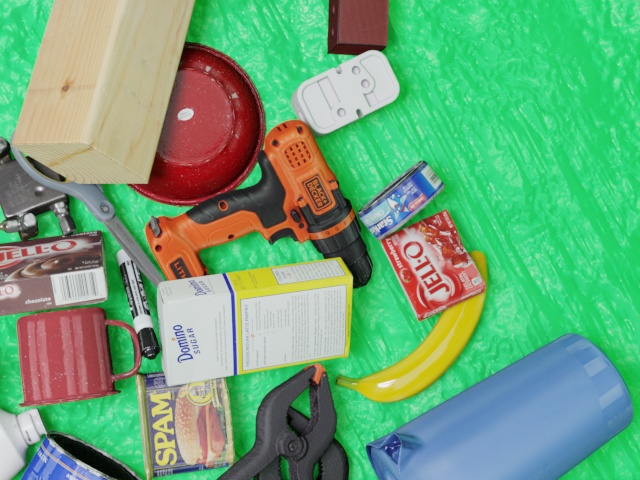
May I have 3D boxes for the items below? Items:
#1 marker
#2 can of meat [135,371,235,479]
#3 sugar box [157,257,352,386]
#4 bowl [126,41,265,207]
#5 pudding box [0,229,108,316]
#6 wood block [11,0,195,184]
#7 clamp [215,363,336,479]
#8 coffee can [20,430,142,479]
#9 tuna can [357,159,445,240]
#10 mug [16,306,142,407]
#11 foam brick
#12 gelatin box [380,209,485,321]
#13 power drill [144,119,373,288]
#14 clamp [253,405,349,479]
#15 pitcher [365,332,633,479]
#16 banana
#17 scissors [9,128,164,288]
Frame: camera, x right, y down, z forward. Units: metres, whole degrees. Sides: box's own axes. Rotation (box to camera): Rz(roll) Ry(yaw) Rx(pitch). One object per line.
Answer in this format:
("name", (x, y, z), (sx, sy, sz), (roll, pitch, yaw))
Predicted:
("marker", (-0.169, 0.059, 0.990), (0.020, 0.020, 0.121), (-15, 55, -9))
("can of meat", (-0.128, 0.171, 1.011), (0.083, 0.057, 0.102), (-5, 91, -12))
("sugar box", (-0.060, 0.074, 0.985), (0.176, 0.048, 0.093), (-6, 119, -13))
("bowl", (-0.129, -0.114, 1.014), (0.162, 0.055, 0.162), (0, 89, -9))
("pudding box", (-0.252, 0.029, 0.974), (0.113, 0.090, 0.039), (-6, 115, -10))
("wood block", (-0.188, -0.162, 0.950), (0.091, 0.090, 0.206), (2, 71, 32))
("clamp", (-0.024, 0.202, 1.000), (0.120, 0.039, 0.171), (36, 73, -19))
("coffee can", (-0.239, 0.259, 0.969), (0.102, 0.103, 0.140), (31, 85, -7))
("tuna can", (0.077, -0.039, 1.030), (0.086, 0.086, 0.034), (-40, 94, -7))
("mug", (-0.222, 0.104, 0.979), (0.117, 0.093, 0.081), (-7, 86, 0))
("foam brick", (0.037, -0.223, 1.042), (0.051, 0.053, 0.078), (2, 89, -9))
("gelatin box", (0.110, 0.025, 1.045), (0.073, 0.030, 0.089), (-25, 73, 1))
("power drill", (-0.057, 0.001, 1.012), (0.187, 0.057, 0.184), (-29, 113, -5))
("clamp", (0.002, 0.255, 1.039), (0.164, 0.036, 0.210), (-12, 88, -9))
("pitcher", (0.178, 0.200, 1.031), (0.242, 0.149, 0.145), (-30, 79, -11))
("banana", (0.108, 0.098, 1.058), (0.197, 0.037, 0.069), (-42, 96, -7))
("scissors", (-0.201, -0.046, 1.007), (0.201, 0.016, 0.096), (41, 50, -15))
